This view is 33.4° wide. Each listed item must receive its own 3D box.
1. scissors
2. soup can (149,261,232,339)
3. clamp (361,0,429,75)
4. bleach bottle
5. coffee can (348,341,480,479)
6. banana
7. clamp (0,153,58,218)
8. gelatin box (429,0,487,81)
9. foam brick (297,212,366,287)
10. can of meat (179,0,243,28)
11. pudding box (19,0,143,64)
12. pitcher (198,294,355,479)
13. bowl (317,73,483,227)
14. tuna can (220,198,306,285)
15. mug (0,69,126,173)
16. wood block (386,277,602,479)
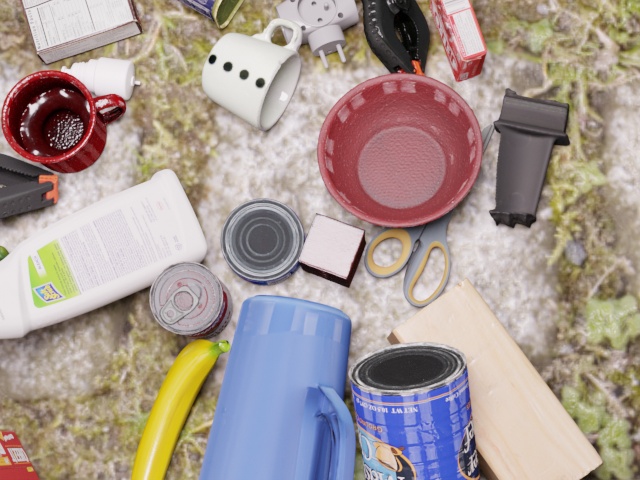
[{"bbox_3d":[0.106,-0.033,1.079,0.096,0.016,0.202,14,80,6],"label":"scissors"},{"bbox_3d":[-0.122,0.060,1.028,0.068,0.102,0.068,0,81,1],"label":"soup can"},{"bbox_3d":[0.061,-0.243,1.077,0.120,0.039,0.171,-5,79,-33],"label":"clamp"},{"bbox_3d":[-0.239,0.020,1.011,0.250,0.068,0.102,-22,82,-24],"label":"bleach bottle"},{"bbox_3d":[0.084,0.173,0.932,0.103,0.103,0.140,-9,107,0],"label":"coffee can"},{"bbox_3d":[-0.145,0.172,1.030,0.037,0.070,0.198,23,97,-14],"label":"banana"},{"bbox_3d":[-0.370,-0.063,1.066,0.209,0.036,0.164,-2,40,-14],"label":"clamp"},{"bbox_3d":[0.138,-0.212,1.075,0.030,0.073,0.089,-18,82,0],"label":"gelatin box"},{"bbox_3d":[0.012,0.011,1.044,0.053,0.078,0.051,20,83,7],"label":"foam brick"},{"bbox_3d":[-0.113,-0.285,1.103,0.084,0.057,0.102,31,83,9],"label":"can of meat"},{"bbox_3d":[-0.251,-0.245,1.110,0.113,0.039,0.090,-18,82,1],"label":"pudding box"},{"bbox_3d":[-0.034,0.178,0.991,0.149,0.145,0.243,9,79,6],"label":"pitcher"},{"bbox_3d":[0.079,-0.082,1.059,0.162,0.055,0.162,-2,73,7],"label":"bowl"},{"bbox_3d":[-0.057,0.001,1.069,0.086,0.034,0.086,0,82,2],"label":"tuna can"},{"bbox_3d":[-0.251,-0.119,1.069,0.117,0.081,0.093,-23,82,-2],"label":"mug"},{"bbox_3d":[0.161,0.148,1.012,0.090,0.091,0.206,-35,82,-4],"label":"wood block"}]
